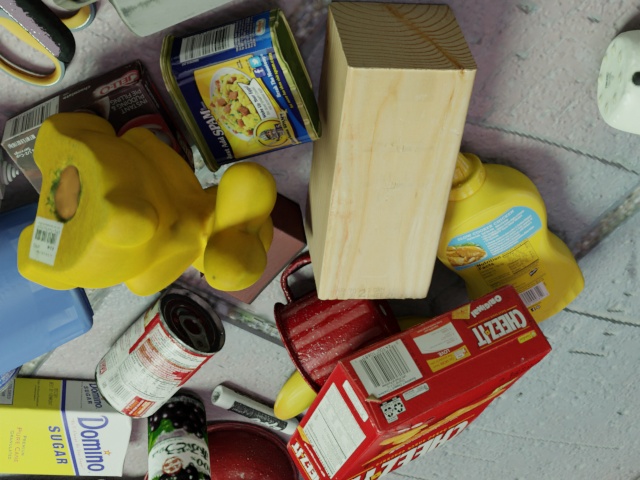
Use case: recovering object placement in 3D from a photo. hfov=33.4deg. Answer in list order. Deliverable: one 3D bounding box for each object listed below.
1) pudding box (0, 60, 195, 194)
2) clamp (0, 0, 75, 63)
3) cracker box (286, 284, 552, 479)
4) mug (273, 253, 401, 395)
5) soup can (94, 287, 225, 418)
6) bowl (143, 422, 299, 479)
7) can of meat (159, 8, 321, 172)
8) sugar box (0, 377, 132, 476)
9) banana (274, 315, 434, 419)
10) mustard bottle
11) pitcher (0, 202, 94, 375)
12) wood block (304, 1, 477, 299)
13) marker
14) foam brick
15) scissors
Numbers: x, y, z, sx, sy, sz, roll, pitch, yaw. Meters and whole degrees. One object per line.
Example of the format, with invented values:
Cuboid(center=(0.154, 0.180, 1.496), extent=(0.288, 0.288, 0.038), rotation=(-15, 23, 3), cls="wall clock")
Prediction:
Cuboid(center=(-0.161, -0.069, 0.781), extent=(0.113, 0.039, 0.090), rotation=(-21, 130, 9), cls="pudding box")
Cuboid(center=(-0.220, -0.175, 0.662), extent=(0.120, 0.039, 0.171), rotation=(-7, 120, -11), cls="clamp")
Cuboid(center=(0.075, 0.135, 0.890), extent=(0.164, 0.072, 0.214), rotation=(-22, 159, -23), cls="cracker box")
Cuboid(center=(0.012, 0.064, 0.903), extent=(0.081, 0.093, 0.117), rotation=(-29, 93, 10), cls="mug")
Cuboid(center=(-0.138, 0.098, 0.911), extent=(0.068, 0.068, 0.102), rotation=(29, 121, -29), cls="soup can")
Cuboid(center=(-0.092, 0.259, 1.035), extent=(0.162, 0.055, 0.162), rotation=(-6, 113, -15), cls="bowl")
Cuboid(center=(-0.053, -0.105, 0.748), extent=(0.084, 0.057, 0.102), rotation=(-14, 131, 12), cls="can of meat")
Cuboid(center=(-0.262, 0.170, 0.969), extent=(0.176, 0.048, 0.093), rotation=(6, 129, -12), cls="sugar box")
Cuboid(center=(0.037, 0.111, 0.971), extent=(0.198, 0.037, 0.069), rotation=(-23, 128, 11), cls="banana")
Cuboid(center=(0.140, -0.007, 0.871), extent=(0.096, 0.058, 0.191), rotation=(-27, 130, 13), cls="mustard bottle")
Cuboid(center=(-0.296, 0.063, 0.779), extent=(0.242, 0.149, 0.145), rotation=(-23, 134, -11), cls="pitcher")
Cuboid(center=(0.045, -0.061, 0.787), extent=(0.090, 0.091, 0.206), rotation=(0, 130, -9), cls="wood block")
Cuboid(center=(-0.050, 0.167, 1.018), extent=(0.121, 0.020, 0.020), rotation=(28, 121, -29), cls="marker")
Cuboid(center=(-0.056, 0.001, 0.851), extent=(0.051, 0.053, 0.078), rotation=(28, 120, -29), cls="foam brick")
Cuboid(center=(-0.229, -0.179, 0.692), extent=(0.096, 0.016, 0.201), rotation=(-32, 128, 16), cls="scissors")
